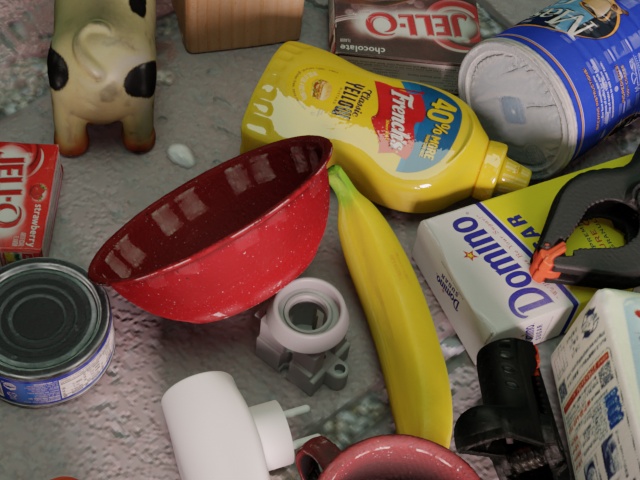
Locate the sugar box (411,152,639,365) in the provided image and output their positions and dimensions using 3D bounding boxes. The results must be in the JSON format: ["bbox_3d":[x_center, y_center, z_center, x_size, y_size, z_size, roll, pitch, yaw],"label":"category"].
[{"bbox_3d":[0.158,0.007,0.687,0.176,0.048,0.093,-17,58,-19],"label":"sugar box"}]

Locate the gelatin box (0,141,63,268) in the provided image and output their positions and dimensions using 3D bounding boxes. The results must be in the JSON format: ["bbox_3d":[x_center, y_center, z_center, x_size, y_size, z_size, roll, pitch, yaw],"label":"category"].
[{"bbox_3d":[-0.206,-0.023,0.678,0.073,0.030,0.089,3,54,-4],"label":"gelatin box"}]

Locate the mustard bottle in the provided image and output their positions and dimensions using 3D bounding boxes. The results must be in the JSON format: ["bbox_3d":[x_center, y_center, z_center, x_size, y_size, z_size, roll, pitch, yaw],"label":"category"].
[{"bbox_3d":[0.048,-0.068,0.722,0.191,0.058,0.096,19,54,7],"label":"mustard bottle"}]

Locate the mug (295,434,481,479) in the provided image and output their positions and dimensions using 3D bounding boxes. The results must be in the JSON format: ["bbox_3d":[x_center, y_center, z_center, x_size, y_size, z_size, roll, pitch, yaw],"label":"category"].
[{"bbox_3d":[0.028,0.150,0.545,0.093,0.081,0.117,-35,65,-27],"label":"mug"}]

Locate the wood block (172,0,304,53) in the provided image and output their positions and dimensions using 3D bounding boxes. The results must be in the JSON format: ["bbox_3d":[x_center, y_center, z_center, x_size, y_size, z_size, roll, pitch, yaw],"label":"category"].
[{"bbox_3d":[-0.059,-0.240,0.743,0.090,0.206,0.091,-10,56,-13],"label":"wood block"}]

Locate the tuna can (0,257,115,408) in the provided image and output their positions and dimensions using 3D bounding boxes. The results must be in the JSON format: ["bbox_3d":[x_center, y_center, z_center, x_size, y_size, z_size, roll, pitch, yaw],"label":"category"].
[{"bbox_3d":[-0.164,0.052,0.625,0.086,0.034,0.086,3,54,-4],"label":"tuna can"}]

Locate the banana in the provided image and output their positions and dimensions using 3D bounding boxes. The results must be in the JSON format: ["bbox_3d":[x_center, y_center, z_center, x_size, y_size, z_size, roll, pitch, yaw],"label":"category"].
[{"bbox_3d":[0.042,0.050,0.634,0.037,0.069,0.198,-32,60,24],"label":"banana"}]

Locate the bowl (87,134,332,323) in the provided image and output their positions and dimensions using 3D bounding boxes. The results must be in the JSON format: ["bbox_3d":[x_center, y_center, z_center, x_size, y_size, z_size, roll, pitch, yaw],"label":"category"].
[{"bbox_3d":[-0.054,0.001,0.632,0.162,0.055,0.162,-25,19,9],"label":"bowl"}]

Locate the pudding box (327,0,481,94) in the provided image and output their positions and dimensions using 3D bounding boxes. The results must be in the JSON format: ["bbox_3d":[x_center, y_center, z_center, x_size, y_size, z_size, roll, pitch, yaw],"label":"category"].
[{"bbox_3d":[0.062,-0.156,0.799,0.113,0.039,0.090,3,54,-5],"label":"pudding box"}]

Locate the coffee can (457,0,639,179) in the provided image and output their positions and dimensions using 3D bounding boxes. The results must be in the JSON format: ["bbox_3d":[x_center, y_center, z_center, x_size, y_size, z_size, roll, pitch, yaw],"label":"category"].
[{"bbox_3d":[0.181,-0.119,0.746,0.140,0.103,0.103,-31,63,-26],"label":"coffee can"}]

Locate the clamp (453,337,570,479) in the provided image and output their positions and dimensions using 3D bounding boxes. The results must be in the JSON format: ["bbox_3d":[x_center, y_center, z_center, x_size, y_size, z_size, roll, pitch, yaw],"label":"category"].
[{"bbox_3d":[0.111,0.121,0.557,0.036,0.164,0.210,-20,12,14],"label":"clamp"}]
